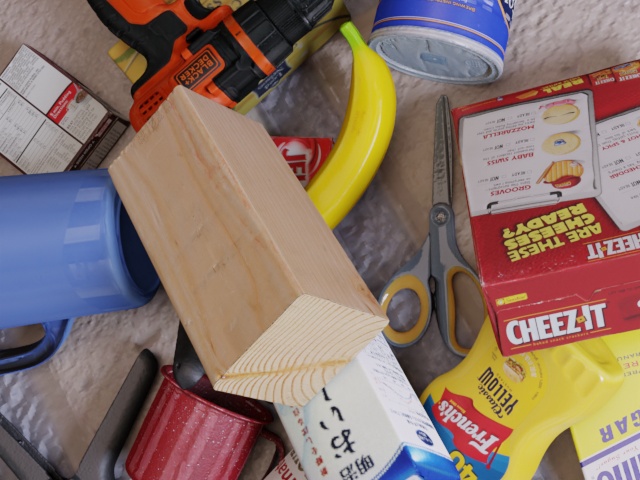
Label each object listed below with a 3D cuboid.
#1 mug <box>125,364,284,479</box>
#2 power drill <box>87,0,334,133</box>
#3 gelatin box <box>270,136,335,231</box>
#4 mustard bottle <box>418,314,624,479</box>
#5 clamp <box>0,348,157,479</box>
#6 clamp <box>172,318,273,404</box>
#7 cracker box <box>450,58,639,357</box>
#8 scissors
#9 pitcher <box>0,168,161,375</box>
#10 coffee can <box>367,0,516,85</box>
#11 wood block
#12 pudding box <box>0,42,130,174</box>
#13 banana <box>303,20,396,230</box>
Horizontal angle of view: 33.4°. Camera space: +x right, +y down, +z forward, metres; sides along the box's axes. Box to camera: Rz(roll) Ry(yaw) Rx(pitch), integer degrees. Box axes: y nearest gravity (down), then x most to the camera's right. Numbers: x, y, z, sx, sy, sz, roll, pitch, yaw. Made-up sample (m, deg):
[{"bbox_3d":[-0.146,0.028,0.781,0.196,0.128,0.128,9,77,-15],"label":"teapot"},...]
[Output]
[{"bbox_3d":[-0.083,0.154,0.799,0.117,0.093,0.081,25,92,-20],"label":"mug"},{"bbox_3d":[-0.103,-0.186,0.801,0.184,0.057,0.188,-39,73,5],"label":"power drill"},{"bbox_3d":[-0.026,-0.037,0.841,0.073,0.030,0.089,3,82,13],"label":"gelatin box"},{"bbox_3d":[0.116,0.126,0.742,0.096,0.058,0.192,51,119,30],"label":"mustard bottle"},{"bbox_3d":[-0.188,0.190,0.837,0.164,0.036,0.210,-17,80,4],"label":"clamp"},{"bbox_3d":[-0.088,0.046,0.801,0.039,0.120,0.171,-33,70,17],"label":"clamp"},{"bbox_3d":[0.180,-0.030,0.708,0.164,0.072,0.213,-14,36,11],"label":"cracker box"},{"bbox_3d":[0.076,-0.005,0.816,0.096,0.016,0.202,-16,77,12],"label":"scissors"},{"bbox_3d":[-0.248,0.019,0.838,0.243,0.149,0.145,-6,66,14],"label":"pitcher"},{"bbox_3d":[0.100,-0.200,0.801,0.103,0.102,0.140,12,83,16],"label":"coffee can"},{"bbox_3d":[-0.055,0.001,0.724,0.090,0.090,0.206,-47,51,18],"label":"wood block"},{"bbox_3d":[-0.232,-0.099,0.900,0.114,0.039,0.090,37,92,19],"label":"pudding box"},{"bbox_3d":[0.008,-0.059,0.795,0.069,0.037,0.198,24,96,-2],"label":"banana"}]
